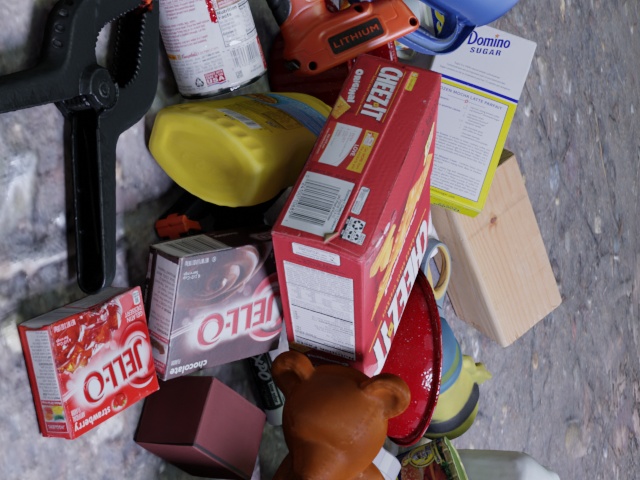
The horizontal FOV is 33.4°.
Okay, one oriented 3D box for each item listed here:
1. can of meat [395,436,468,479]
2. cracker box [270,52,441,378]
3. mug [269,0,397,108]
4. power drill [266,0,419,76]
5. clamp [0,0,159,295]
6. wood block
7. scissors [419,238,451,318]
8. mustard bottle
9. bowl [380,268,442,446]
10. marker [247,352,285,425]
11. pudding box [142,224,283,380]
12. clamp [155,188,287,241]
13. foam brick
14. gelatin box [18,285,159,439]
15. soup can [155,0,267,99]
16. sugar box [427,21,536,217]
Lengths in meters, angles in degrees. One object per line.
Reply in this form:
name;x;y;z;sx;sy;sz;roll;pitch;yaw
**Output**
can of meat;0.095;0.238;0.979;0.057;0.084;0.102;58;12;-40
cracker box;0.032;-0.004;0.790;0.214;0.072;0.164;84;26;-57
mug;0.006;-0.154;0.897;0.117;0.082;0.093;59;41;-40
power drill;0.004;-0.231;0.799;0.057;0.184;0.187;-124;-171;-79
clamp;-0.146;-0.082;0.674;0.164;0.036;0.209;61;39;-37
wood block;0.175;0.000;1.139;0.090;0.090;0.206;-36;125;-15
scissors;0.108;0.090;1.113;0.096;0.016;0.202;-30;131;-32
mustard bottle;-0.036;-0.076;0.806;0.191;0.096;0.058;-24;138;-58
bowl;0.048;0.097;0.926;0.055;0.162;0.162;3;83;-19
marker;-0.049;0.092;0.845;0.020;0.020;0.121;-47;127;-51
pudding box;-0.071;0.040;0.745;0.113;0.039;0.090;-9;115;-45
clamp;-0.055;0.001;0.818;0.171;0.039;0.120;-14;86;-54
foam brick;-0.083;0.132;0.750;0.078;0.053;0.051;47;49;-50
gelatin box;-0.143;0.075;0.673;0.089;0.030;0.073;-25;110;-58
soup can;-0.083;-0.159;0.759;0.068;0.069;0.102;-47;127;-51
sugar box;0.136;-0.120;1.027;0.048;0.093;0.176;108;2;-80
